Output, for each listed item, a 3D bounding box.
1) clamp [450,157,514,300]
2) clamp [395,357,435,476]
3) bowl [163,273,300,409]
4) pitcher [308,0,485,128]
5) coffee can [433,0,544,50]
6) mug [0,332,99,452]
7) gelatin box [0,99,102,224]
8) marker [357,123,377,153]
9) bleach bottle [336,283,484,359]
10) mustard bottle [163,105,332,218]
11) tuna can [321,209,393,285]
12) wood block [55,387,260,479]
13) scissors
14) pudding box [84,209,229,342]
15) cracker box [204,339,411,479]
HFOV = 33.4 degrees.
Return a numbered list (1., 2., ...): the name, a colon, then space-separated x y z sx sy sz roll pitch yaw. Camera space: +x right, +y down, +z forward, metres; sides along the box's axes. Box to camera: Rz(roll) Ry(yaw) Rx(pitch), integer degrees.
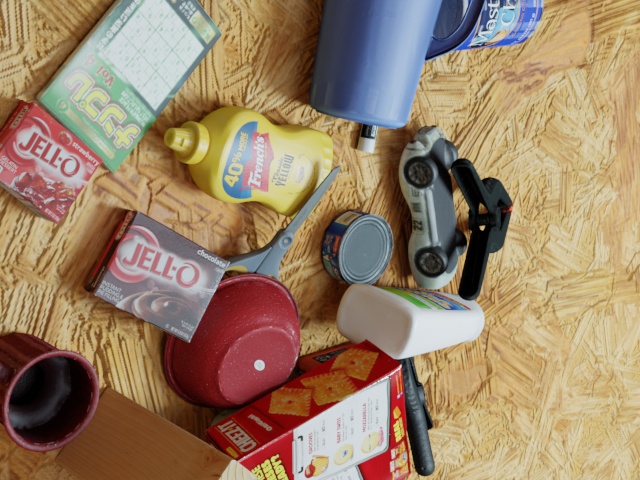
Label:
1. clamp: 0.199 -0.016 1.300 0.209 0.036 0.164 -7 97 -67
2. clamp: 0.113 0.193 1.323 0.039 0.120 0.171 -12 100 4
3. bowl: -0.078 0.117 1.108 0.161 0.055 0.162 -17 124 -28
4. pitcher: 0.074 -0.242 1.109 0.144 0.149 0.243 3 103 -43
5. coffee can: 0.170 -0.268 1.212 0.140 0.103 0.103 -13 111 -40
6. mug: -0.265 0.126 0.946 0.117 0.082 0.093 38 76 -42
7. gelatin box: -0.247 -0.069 0.942 0.089 0.030 0.073 44 72 -41
8. marker: 0.062 -0.160 1.203 0.020 0.020 0.121 5 99 -43
9. bleach bottle: 0.124 0.091 1.277 0.250 0.103 0.068 1 111 -59
10. mustard bottle: -0.076 -0.084 1.074 0.191 0.058 0.096 12 101 -43
11. tuna can: 0.042 0.009 1.224 0.085 0.034 0.086 -14 111 -39
12. wood block: -0.144 0.225 1.000 0.090 0.206 0.090 -55 131 -17
13. scissors: -0.057 0.001 1.104 0.096 0.016 0.202 12 113 -34
14. pudding box: -0.157 0.034 1.032 0.113 0.039 0.090 31 81 -29
15. cracker box: -0.008 0.226 1.141 0.213 0.072 0.164 -26 127 -26
